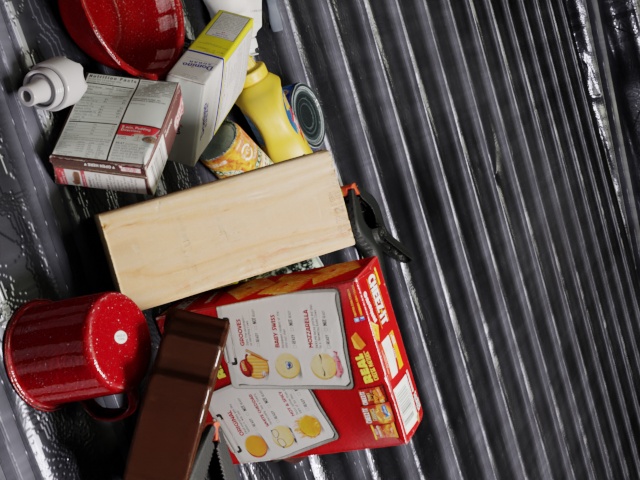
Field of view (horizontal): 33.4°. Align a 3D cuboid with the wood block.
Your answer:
[{"bbox_3d":[-0.087,-0.010,0.946,0.091,0.206,0.090,-176,-110,-76],"label":"wood block"}]

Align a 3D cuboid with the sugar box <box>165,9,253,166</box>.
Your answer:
[{"bbox_3d":[-0.115,-0.157,1.077,0.176,0.048,0.093,-64,169,-56],"label":"sugar box"}]

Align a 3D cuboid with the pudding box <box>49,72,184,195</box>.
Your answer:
[{"bbox_3d":[-0.177,-0.096,0.940,0.039,0.090,0.113,88,11,-49],"label":"pudding box"}]

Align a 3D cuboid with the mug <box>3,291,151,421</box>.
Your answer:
[{"bbox_3d":[-0.186,0.097,0.858,0.117,0.082,0.093,68,29,-19],"label":"mug"}]

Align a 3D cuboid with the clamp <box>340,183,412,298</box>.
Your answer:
[{"bbox_3d":[0.074,-0.007,1.440,0.171,0.039,0.120,69,27,-17],"label":"clamp"}]

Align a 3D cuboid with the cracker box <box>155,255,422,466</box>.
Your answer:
[{"bbox_3d":[-0.027,0.117,1.007,0.072,0.214,0.164,-41,115,-61],"label":"cracker box"}]

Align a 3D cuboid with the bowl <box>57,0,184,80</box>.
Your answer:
[{"bbox_3d":[-0.195,-0.222,0.998,0.162,0.055,0.162,33,51,-54],"label":"bowl"}]

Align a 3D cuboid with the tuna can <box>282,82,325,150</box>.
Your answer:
[{"bbox_3d":[-0.028,-0.150,1.310,0.086,0.034,0.086,33,51,-54],"label":"tuna can"}]

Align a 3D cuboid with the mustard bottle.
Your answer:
[{"bbox_3d":[-0.051,-0.129,1.217,0.191,0.058,0.096,63,4,-25],"label":"mustard bottle"}]

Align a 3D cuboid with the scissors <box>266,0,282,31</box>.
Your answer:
[{"bbox_3d":[-0.057,-0.277,1.249,0.202,0.016,0.096,-98,176,-63],"label":"scissors"}]
